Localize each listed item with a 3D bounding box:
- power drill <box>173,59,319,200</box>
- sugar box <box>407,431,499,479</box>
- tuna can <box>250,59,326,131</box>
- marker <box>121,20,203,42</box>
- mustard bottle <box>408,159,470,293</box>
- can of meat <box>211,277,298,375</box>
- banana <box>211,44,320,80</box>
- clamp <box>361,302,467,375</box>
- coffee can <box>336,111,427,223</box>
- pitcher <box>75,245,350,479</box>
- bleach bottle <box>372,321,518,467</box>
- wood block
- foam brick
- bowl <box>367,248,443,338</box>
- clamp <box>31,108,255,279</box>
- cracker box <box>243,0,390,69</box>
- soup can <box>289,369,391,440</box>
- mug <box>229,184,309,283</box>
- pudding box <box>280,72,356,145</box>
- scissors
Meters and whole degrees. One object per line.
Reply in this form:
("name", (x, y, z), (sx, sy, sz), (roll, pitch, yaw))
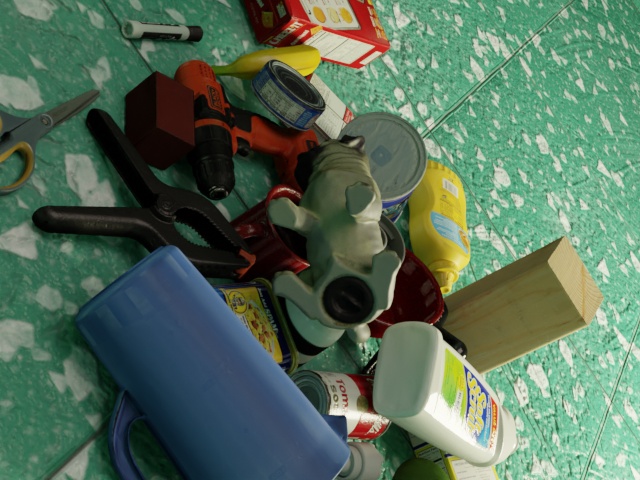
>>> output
("power drill", (-0.074, -0.096, 1.158), (0.187, 0.057, 0.184), (25, 39, -42))
("sugar box", (0.159, 0.268, 1.199), (0.093, 0.048, 0.176), (8, 55, -50))
("tuna can", (-0.035, -0.164, 1.200), (0.086, 0.034, 0.086), (35, 23, -18))
("marker", (-0.172, -0.232, 1.184), (0.120, 0.020, 0.020), (-11, 74, -55))
("mustard bottle", (0.156, -0.012, 1.405), (0.096, 0.058, 0.191), (34, 40, -35))
("can of meat", (-0.079, 0.090, 1.017), (0.083, 0.058, 0.102), (-3, 67, -52))
("banana", (-0.045, -0.217, 1.283), (0.197, 0.070, 0.037), (-20, 123, -54))
("clamp", (0.099, 0.107, 1.222), (0.171, 0.120, 0.039), (-95, 168, -67))
("coffee can", (0.059, -0.074, 1.223), (0.102, 0.140, 0.103), (1, 74, -5))
("pitcher", (-0.103, 0.134, 0.901), (0.243, 0.145, 0.149), (52, 21, -3))
("bleach bottle", (0.147, 0.175, 1.132), (0.250, 0.068, 0.102), (36, 59, -48))
("wood block", (0.218, 0.089, 1.270), (0.090, 0.206, 0.090), (57, 33, -3))
("foam brick", (-0.162, -0.121, 1.078), (0.051, 0.053, 0.078), (27, 45, -39))
("bowl", (0.054, 0.057, 1.190), (0.162, 0.055, 0.162), (20, 34, -14))
("clamp", (-0.159, -0.019, 0.992), (0.210, 0.036, 0.164), (36, 40, -11))
("cracker box", (-0.017, -0.325, 1.415), (0.213, 0.072, 0.164), (3, 62, -51))
("soup can", (0.016, 0.166, 1.071), (0.102, 0.069, 0.068), (13, 55, -47))
("mug", (-0.057, 0.001, 1.092), (0.117, 0.082, 0.093), (-2, 66, -53))
("pudding box", (0.007, -0.142, 1.332), (0.113, 0.039, 0.090), (43, 36, -20))
("scissors", (-0.270, -0.115, 0.965), (0.096, 0.016, 0.201), (45, 35, -21))
